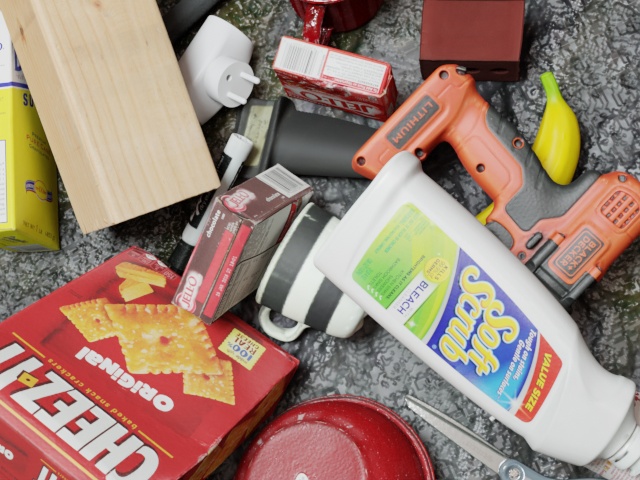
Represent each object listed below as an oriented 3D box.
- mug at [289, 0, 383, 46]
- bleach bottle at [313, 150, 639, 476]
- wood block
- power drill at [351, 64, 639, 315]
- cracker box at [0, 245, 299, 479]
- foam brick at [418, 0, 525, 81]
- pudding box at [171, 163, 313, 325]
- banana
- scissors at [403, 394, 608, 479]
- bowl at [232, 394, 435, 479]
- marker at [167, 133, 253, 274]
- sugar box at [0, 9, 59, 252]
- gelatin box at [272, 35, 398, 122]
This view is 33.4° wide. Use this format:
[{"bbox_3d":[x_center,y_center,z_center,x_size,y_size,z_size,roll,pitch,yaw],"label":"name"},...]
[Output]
[{"bbox_3d":[0.007,-0.202,0.834,0.093,0.081,0.117,8,81,9],"label":"mug"},{"bbox_3d":[0.120,0.057,0.703,0.251,0.068,0.103,39,106,5],"label":"bleach bottle"},{"bbox_3d":[-0.162,-0.118,0.794,0.090,0.091,0.206,-22,96,-27],"label":"wood block"},{"bbox_3d":[0.114,-0.017,0.761,0.187,0.057,0.184,44,95,5],"label":"power drill"},{"bbox_3d":[-0.137,0.103,0.737,0.164,0.213,0.072,35,123,12],"label":"cracker box"},{"bbox_3d":[0.117,-0.155,0.825,0.078,0.053,0.051,2,80,10],"label":"foam brick"},{"bbox_3d":[-0.055,0.001,0.777,0.039,0.113,0.090,32,115,12],"label":"pudding box"},{"bbox_3d":[0.137,-0.029,0.806,0.070,0.037,0.198,38,91,10],"label":"banana"},{"bbox_3d":[0.142,0.191,0.779,0.202,0.016,0.096,19,83,11],"label":"scissors"},{"bbox_3d":[-0.002,0.180,0.757,0.162,0.055,0.162,-9,62,18],"label":"bowl"},{"bbox_3d":[-0.087,-0.027,0.831,0.020,0.020,0.121,32,104,12],"label":"marker"},{"bbox_3d":[-0.243,-0.084,0.844,0.048,0.093,0.176,-3,80,7],"label":"sugar box"},{"bbox_3d":[0.013,-0.122,0.824,0.089,0.073,0.030,17,84,10],"label":"gelatin box"}]
